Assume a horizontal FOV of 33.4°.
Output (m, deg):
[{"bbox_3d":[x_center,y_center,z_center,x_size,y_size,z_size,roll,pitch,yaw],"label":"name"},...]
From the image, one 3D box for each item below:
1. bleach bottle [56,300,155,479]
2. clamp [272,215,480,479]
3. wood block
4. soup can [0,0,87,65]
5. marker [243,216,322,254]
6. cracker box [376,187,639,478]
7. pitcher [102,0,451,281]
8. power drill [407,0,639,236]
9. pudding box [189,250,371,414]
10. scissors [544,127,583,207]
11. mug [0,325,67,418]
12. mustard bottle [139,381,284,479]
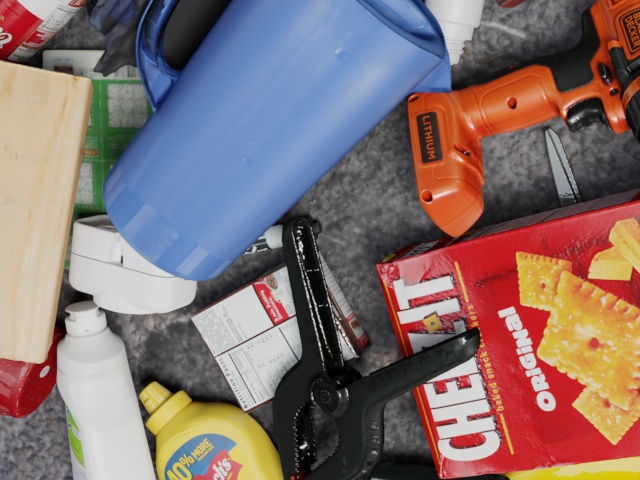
[{"bbox_3d":[-0.166,0.173,0.844,0.103,0.068,0.251,18,118,60],"label":"bleach bottle"},{"bbox_3d":[0.008,0.096,0.762,0.165,0.036,0.210,40,123,25],"label":"clamp"},{"bbox_3d":[-0.229,-0.023,0.790,0.090,0.091,0.206,10,91,-11],"label":"wood block"},{"bbox_3d":[-0.223,-0.191,0.824,0.102,0.068,0.068,-38,86,20],"label":"soup can"},{"bbox_3d":[-0.055,0.001,0.825,0.121,0.020,0.020,-11,96,21],"label":"marker"},{"bbox_3d":[0.161,0.064,0.717,0.214,0.072,0.164,-15,94,30],"label":"cracker box"},{"bbox_3d":[-0.046,-0.093,0.713,0.243,0.144,0.149,-46,59,24],"label":"pitcher"},{"bbox_3d":[0.152,-0.071,0.677,0.188,0.057,0.184,-23,48,24],"label":"power drill"},{"bbox_3d":[-0.031,0.070,0.819,0.114,0.039,0.090,-29,92,24],"label":"pudding box"},{"bbox_3d":[0.207,0.021,0.737,0.096,0.016,0.202,0,101,22],"label":"scissors"},{"bbox_3d":[-0.265,0.103,0.886,0.081,0.093,0.117,25,126,9],"label":"mug"},{"bbox_3d":[-0.073,0.186,0.844,0.191,0.058,0.096,46,116,7],"label":"mustard bottle"}]
